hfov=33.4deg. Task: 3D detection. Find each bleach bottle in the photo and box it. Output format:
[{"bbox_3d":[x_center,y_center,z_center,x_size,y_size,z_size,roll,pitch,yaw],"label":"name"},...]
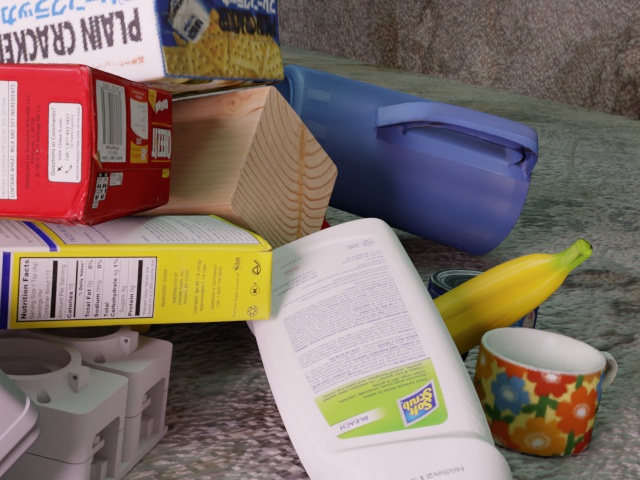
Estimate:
[{"bbox_3d":[0.023,0.082,0.507,0.102,0.068,0.251,-23,31,3],"label":"bleach bottle"}]

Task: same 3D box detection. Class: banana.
[{"bbox_3d":[0.070,0.052,0.646,0.197,0.069,0.037,-28,65,-8],"label":"banana"}]

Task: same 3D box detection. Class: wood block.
[{"bbox_3d":[-0.106,-0.029,0.707,0.206,0.090,0.090,-3,-35,33],"label":"wood block"}]

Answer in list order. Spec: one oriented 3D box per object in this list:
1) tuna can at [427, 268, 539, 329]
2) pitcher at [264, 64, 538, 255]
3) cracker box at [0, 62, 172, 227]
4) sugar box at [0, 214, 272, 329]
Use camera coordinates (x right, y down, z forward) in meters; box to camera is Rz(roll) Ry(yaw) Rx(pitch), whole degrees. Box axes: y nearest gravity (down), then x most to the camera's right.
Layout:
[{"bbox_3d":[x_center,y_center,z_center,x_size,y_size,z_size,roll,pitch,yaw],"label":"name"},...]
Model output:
[{"bbox_3d":[0.121,0.049,0.806,0.086,0.034,0.086,7,14,-2],"label":"tuna can"},{"bbox_3d":[0.066,-0.080,0.967,0.242,0.149,0.145,14,22,-24],"label":"pitcher"},{"bbox_3d":[-0.192,-0.048,0.515,0.214,0.072,0.164,2,5,4],"label":"cracker box"},{"bbox_3d":[-0.121,0.014,0.536,0.176,0.048,0.093,-3,12,-26],"label":"sugar box"}]
